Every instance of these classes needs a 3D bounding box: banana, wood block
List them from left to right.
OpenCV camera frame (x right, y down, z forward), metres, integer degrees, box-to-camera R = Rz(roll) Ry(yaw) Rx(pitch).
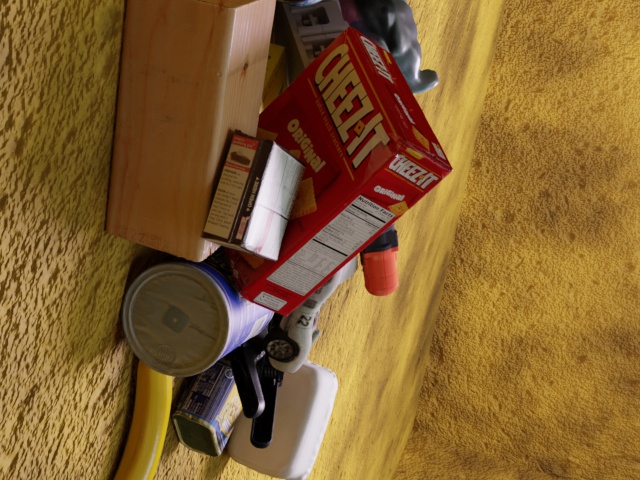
[{"bbox_3d":[-0.174,0.188,1.034,0.069,0.037,0.198,8,98,-78],"label":"banana"},{"bbox_3d":[-0.104,-0.101,0.854,0.090,0.090,0.206,-46,150,-62],"label":"wood block"}]

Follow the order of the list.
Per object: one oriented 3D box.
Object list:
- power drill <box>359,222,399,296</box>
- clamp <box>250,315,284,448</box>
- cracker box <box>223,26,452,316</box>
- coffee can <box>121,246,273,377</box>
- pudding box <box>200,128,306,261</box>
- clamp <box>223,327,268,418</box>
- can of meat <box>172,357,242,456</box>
[{"bbox_3d":[0.053,-0.036,1.454,0.188,0.057,0.184,-125,-153,-66],"label":"power drill"},{"bbox_3d":[-0.060,0.151,1.294,0.210,0.036,0.164,-147,-112,-86],"label":"clamp"},{"bbox_3d":[-0.005,-0.062,0.966,0.214,0.164,0.072,-42,137,23],"label":"cracker box"},{"bbox_3d":[-0.110,0.061,0.999,0.140,0.103,0.103,-27,132,-73],"label":"coffee can"},{"bbox_3d":[-0.052,-0.034,0.867,0.113,0.039,0.090,28,78,-78],"label":"pudding box"},{"bbox_3d":[-0.104,0.107,1.157,0.039,0.120,0.171,-39,-158,20],"label":"clamp"},{"bbox_3d":[-0.123,0.186,1.204,0.102,0.057,0.084,87,25,-56],"label":"can of meat"}]
